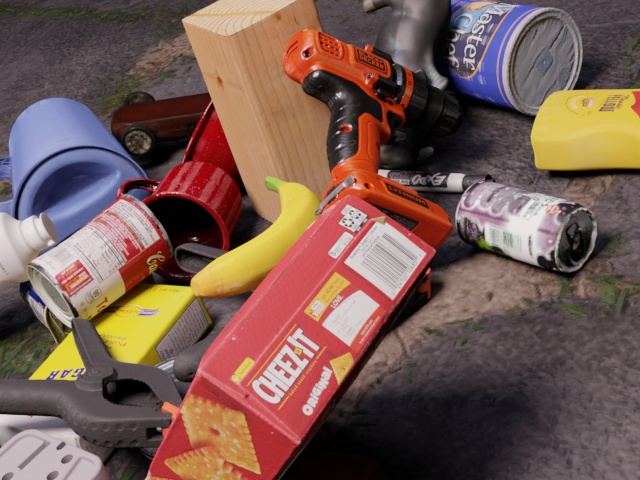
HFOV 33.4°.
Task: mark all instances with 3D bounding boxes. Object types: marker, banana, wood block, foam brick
[{"bbox_3d":[0.103,-0.053,0.972,0.121,0.020,0.020,5,38,34],"label":"marker"},{"bbox_3d":[-0.037,-0.001,0.841,0.070,0.037,0.197,-2,24,17],"label":"banana"},{"bbox_3d":[-0.036,-0.118,0.972,0.090,0.206,0.091,-32,34,-20],"label":"wood block"},{"bbox_3d":[0.012,0.167,0.618,0.051,0.078,0.052,2,37,34],"label":"foam brick"}]

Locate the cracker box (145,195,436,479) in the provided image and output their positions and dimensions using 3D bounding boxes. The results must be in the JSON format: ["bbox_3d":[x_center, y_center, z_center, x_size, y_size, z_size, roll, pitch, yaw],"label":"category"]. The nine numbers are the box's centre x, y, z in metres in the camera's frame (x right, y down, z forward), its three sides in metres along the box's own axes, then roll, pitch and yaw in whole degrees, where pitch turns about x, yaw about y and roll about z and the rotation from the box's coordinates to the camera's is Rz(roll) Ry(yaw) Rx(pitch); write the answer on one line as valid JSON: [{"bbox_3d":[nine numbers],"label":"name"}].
[{"bbox_3d":[-0.033,0.093,0.640,0.072,0.214,0.164,36,49,4],"label":"cracker box"}]

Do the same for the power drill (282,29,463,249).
[{"bbox_3d":[0.056,-0.078,0.885,0.057,0.184,0.187,-46,38,39],"label":"power drill"}]

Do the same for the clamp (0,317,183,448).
[{"bbox_3d":[-0.159,0.104,0.774,0.172,0.039,0.120,13,37,23],"label":"clamp"}]

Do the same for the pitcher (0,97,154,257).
[{"bbox_3d":[-0.267,-0.067,1.094,0.145,0.149,0.243,-47,29,2],"label":"pitcher"}]

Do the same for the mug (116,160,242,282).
[{"bbox_3d":[-0.130,-0.025,0.981,0.117,0.093,0.081,20,31,-1],"label":"mug"}]

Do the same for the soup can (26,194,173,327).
[{"bbox_3d":[-0.182,0.017,0.884,0.102,0.068,0.069,-39,36,-26],"label":"soup can"}]

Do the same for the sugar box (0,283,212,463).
[{"bbox_3d":[-0.172,0.104,0.853,0.093,0.048,0.176,1,35,31],"label":"sugar box"}]

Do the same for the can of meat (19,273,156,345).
[{"bbox_3d":[-0.212,0.043,0.963,0.102,0.057,0.084,-33,32,-21],"label":"can of meat"}]

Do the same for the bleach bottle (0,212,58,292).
[{"bbox_3d":[-0.344,0.050,0.945,0.251,0.102,0.068,-26,33,5],"label":"bleach bottle"}]

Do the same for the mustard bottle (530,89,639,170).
[{"bbox_3d":[0.282,-0.095,0.900,0.192,0.058,0.096,3,32,32],"label":"mustard bottle"}]

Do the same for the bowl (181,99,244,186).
[{"bbox_3d":[-0.078,-0.108,1.074,0.055,0.162,0.162,30,45,5],"label":"bowl"}]

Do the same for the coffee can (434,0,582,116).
[{"bbox_3d":[0.174,-0.187,1.063,0.102,0.103,0.141,-34,34,-23],"label":"coffee can"}]

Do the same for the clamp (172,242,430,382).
[{"bbox_3d":[-0.018,0.049,0.826,0.210,0.036,0.164,-3,34,3],"label":"clamp"}]
